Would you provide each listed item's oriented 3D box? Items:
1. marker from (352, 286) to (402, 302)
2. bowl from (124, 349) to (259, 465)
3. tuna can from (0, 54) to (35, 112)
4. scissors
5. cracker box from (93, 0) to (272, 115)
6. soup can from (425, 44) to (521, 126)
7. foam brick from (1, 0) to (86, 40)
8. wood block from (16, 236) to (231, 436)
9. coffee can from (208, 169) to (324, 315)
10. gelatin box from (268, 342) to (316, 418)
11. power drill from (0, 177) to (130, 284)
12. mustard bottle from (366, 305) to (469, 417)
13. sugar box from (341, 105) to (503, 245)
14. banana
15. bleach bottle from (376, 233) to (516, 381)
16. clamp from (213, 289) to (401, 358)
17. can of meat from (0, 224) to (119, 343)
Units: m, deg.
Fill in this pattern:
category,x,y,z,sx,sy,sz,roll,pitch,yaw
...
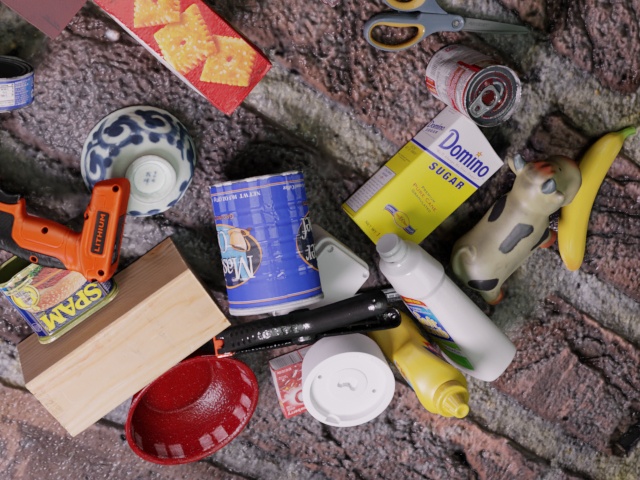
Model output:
category,x,y,z,sx,sy,sz,roll,pitch,yaw
marker,0.059,0.070,1.291,0.121,0.020,0.020,-8,116,-18
bowl,-0.154,0.180,1.225,0.161,0.055,0.162,-16,130,-21
tuna can,-0.312,-0.148,1.004,0.086,0.086,0.034,-3,116,-21
scissors,0.141,-0.258,1.175,0.201,0.016,0.096,-13,117,-16
cracker box,-0.160,-0.224,0.985,0.072,0.164,0.213,-48,121,2
soup can,0.166,-0.172,1.174,0.068,0.102,0.068,-9,116,-18
foam brick,-0.268,-0.235,1.002,0.078,0.051,0.053,39,96,-31
wood block,-0.214,0.103,1.156,0.206,0.091,0.090,-36,121,-4
coffee can,-0.057,0.001,1.138,0.102,0.103,0.140,-10,93,-17
gelatin box,-0.012,0.167,1.301,0.089,0.030,0.073,-19,119,-12
power drill,-0.285,-0.040,1.045,0.187,0.057,0.184,10,100,0
mustard bottle,0.122,0.151,1.252,0.058,0.192,0.096,-41,121,0
sugar box,0.120,-0.065,1.238,0.176,0.048,0.093,-43,123,3
banana,0.335,-0.054,1.334,0.069,0.037,0.198,13,108,-25
bleach bottle,0.135,0.070,1.254,0.068,0.103,0.250,-51,129,-9
clamp,-0.015,0.091,1.147,0.210,0.164,0.036,-11,77,1
can of meat,-0.279,0.044,1.124,0.102,0.057,0.084,-35,118,-5
